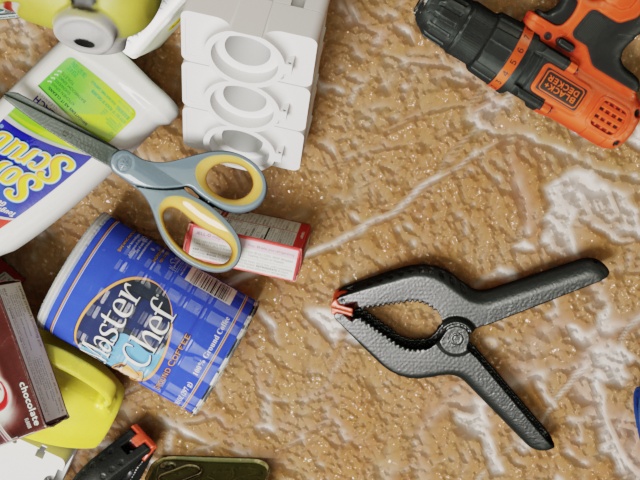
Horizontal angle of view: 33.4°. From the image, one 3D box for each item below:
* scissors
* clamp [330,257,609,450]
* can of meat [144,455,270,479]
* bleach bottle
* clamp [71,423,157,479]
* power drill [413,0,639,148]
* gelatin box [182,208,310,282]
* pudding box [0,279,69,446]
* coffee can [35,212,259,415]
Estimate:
[{"bbox_3d":[-0.121,-0.063,0.766,0.096,0.016,0.201,-45,96,-7],"label":"scissors"},{"bbox_3d":[0.115,0.063,0.842,0.210,0.036,0.165,20,106,0],"label":"clamp"},{"bbox_3d":[-0.093,0.232,0.896,0.102,0.057,0.084,1,107,4],"label":"can of meat"},{"bbox_3d":[-0.226,-0.041,0.793,0.102,0.068,0.251,43,87,-6],"label":"bleach bottle"},{"bbox_3d":[-0.199,0.227,0.895,0.171,0.120,0.039,-43,78,-5],"label":"clamp"},{"bbox_3d":[0.184,-0.182,0.762,0.184,0.057,0.188,30,108,-7],"label":"power drill"},{"bbox_3d":[-0.056,0.001,0.821,0.089,0.073,0.030,12,105,1],"label":"gelatin box"},{"bbox_3d":[-0.246,0.096,0.786,0.090,0.039,0.113,-23,88,20],"label":"pudding box"},{"bbox_3d":[-0.133,0.057,0.827,0.140,0.102,0.103,30,105,-4],"label":"coffee can"}]
